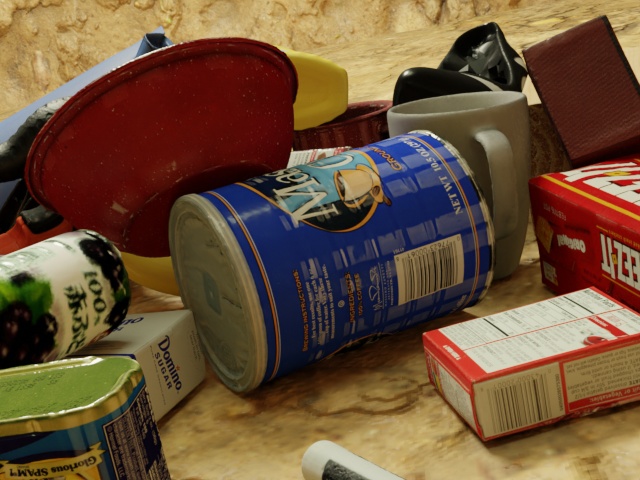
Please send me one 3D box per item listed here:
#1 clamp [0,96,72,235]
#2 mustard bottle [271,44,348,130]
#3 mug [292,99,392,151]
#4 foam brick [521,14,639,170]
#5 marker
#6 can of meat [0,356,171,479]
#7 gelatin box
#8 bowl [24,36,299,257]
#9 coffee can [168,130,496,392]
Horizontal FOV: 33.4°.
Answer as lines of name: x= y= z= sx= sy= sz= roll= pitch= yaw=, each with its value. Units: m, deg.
clamp: x=-0.205 y=-0.053 z=0.741 sx=0.171 sy=0.120 sz=0.039 roll=-40 pitch=60 yaw=-1
mustard bottle: x=-0.039 y=-0.127 z=0.861 sx=0.096 sy=0.058 sz=0.192 roll=-4 pitch=13 yaw=-8
mug: x=0.031 y=-0.062 z=0.847 sx=0.117 sy=0.081 sz=0.093 roll=-1 pitch=18 yaw=36
foam brick: x=0.157 y=-0.079 z=0.618 sx=0.051 sy=0.078 sz=0.053 roll=-23 pitch=-21 yaw=11
marker: x=0.032 y=0.095 z=0.374 sx=0.020 sy=0.020 sz=0.121 roll=-20 pitch=17 yaw=-29
can of meat: x=-0.100 y=0.091 z=0.365 sx=0.102 sy=0.084 sz=0.057 roll=-10 pitch=15 yaw=8
gelatin box: x=0.098 y=0.052 z=0.465 sx=0.089 sy=0.030 sz=0.073 roll=-14 pitch=13 yaw=-8
bowl: x=-0.075 y=-0.038 z=0.583 sx=0.162 sy=0.055 sz=0.162 roll=-23 pitch=-21 yaw=-10
coffee can: x=0.005 y=0.008 z=0.558 sx=0.140 sy=0.103 sz=0.103 roll=-18 pitch=16 yaw=-23
